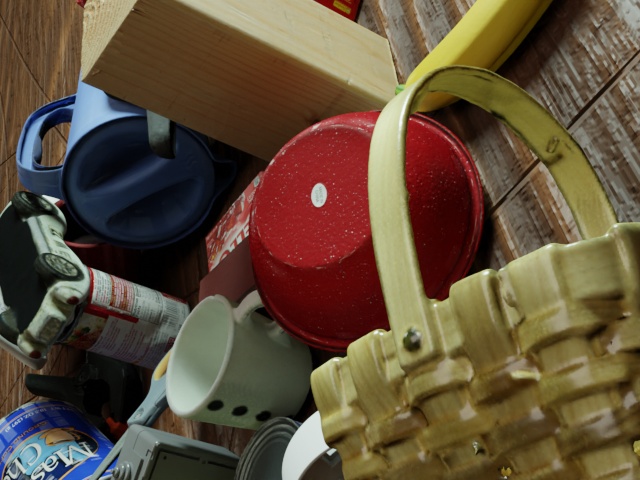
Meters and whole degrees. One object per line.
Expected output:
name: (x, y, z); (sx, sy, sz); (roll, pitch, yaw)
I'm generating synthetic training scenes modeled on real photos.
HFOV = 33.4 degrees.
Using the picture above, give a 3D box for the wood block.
wood block: (-0.053, -0.127, 0.747); (0.091, 0.205, 0.090); (-45, 37, 34)

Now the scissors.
scissors: (-0.116, 0.124, 0.794); (0.096, 0.016, 0.201); (-24, 22, 33)

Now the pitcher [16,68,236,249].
pitcher: (-0.182, -0.110, 0.999); (0.145, 0.149, 0.243); (-42, 31, 17)

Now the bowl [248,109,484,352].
bowl: (0.014, -0.017, 0.644); (0.162, 0.055, 0.162); (-12, 64, 26)

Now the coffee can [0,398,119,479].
coffee can: (-0.198, 0.201, 0.847); (0.140, 0.102, 0.103); (27, 95, 48)

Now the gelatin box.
gelatin box: (-0.055, 0.001, 0.843); (0.089, 0.030, 0.073); (-47, 37, 32)

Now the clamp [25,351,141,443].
clamp: (-0.217, 0.136, 0.985); (0.120, 0.039, 0.172); (-48, 39, 12)

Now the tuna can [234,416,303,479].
tuna can: (-0.021, 0.159, 0.684); (0.086, 0.033, 0.086); (-36, 43, 42)

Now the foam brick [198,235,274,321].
foam brick: (-0.048, 0.040, 0.785); (0.078, 0.052, 0.051); (-41, 40, 36)

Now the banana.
banana: (0.107, -0.144, 0.669); (0.198, 0.037, 0.069); (-47, 38, 32)

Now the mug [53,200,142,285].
mug: (-0.223, 0.012, 1.007); (0.093, 0.117, 0.081); (-111, 18, -52)

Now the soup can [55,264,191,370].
soup can: (-0.169, 0.068, 0.910); (0.069, 0.102, 0.068); (-36, 43, 43)
